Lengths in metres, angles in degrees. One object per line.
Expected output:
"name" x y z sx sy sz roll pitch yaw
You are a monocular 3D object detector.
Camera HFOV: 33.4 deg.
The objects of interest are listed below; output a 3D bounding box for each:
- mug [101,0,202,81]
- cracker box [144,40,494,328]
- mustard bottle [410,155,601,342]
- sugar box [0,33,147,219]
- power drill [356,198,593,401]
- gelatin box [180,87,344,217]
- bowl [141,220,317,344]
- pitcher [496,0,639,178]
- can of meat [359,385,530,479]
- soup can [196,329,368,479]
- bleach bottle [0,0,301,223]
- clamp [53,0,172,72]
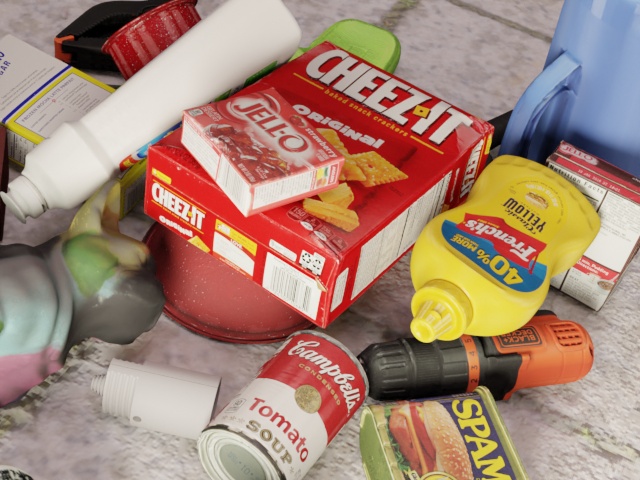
"mug" -0.119 -0.153 0.919 0.117 0.093 0.081 -33 94 -51
"cracker box" 0.003 -0.053 0.780 0.164 0.072 0.213 31 46 21
"mustard bottle" 0.118 0.013 0.749 0.096 0.058 0.191 38 46 12
"sugar box" -0.210 -0.095 0.867 0.176 0.048 0.093 27 47 11
"power drill" 0.090 0.039 0.800 0.184 0.057 0.188 -2 47 -21
"gelatin box" -0.040 -0.061 0.700 0.073 0.030 0.089 -19 49 -30
"bowl" -0.055 0.001 0.806 0.162 0.055 0.162 7 42 -7
"pitcher" 0.233 -0.126 0.873 0.145 0.243 0.149 14 49 10
"can of meat" 0.077 0.147 0.681 0.083 0.057 0.102 -5 45 -15
"soup can" -0.023 0.114 0.683 0.068 0.069 0.102 29 45 17
"bleach bottle" -0.130 -0.097 0.802 0.250 0.103 0.068 -40 96 -21
"clamp" -0.147 -0.196 1.007 0.209 0.036 0.165 -27 55 -33
